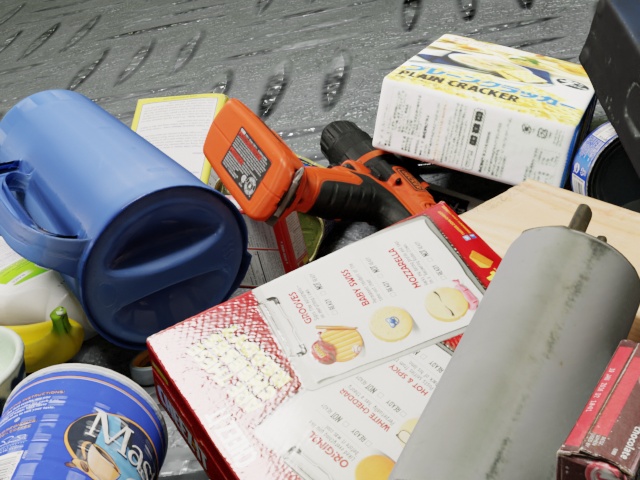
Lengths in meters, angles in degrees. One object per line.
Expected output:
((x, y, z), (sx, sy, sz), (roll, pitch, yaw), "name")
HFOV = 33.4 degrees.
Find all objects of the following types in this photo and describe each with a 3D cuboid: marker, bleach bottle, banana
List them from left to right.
((-0.251, 0.076, 0.834), (0.198, 0.069, 0.037), (-7, 40, 30), "banana")
((-0.265, 0.045, 0.910), (0.251, 0.068, 0.102), (11, 37, 37), "bleach bottle")
((0.119, -0.032, 0.917), (0.020, 0.020, 0.121), (-28, 29, -26), "marker")

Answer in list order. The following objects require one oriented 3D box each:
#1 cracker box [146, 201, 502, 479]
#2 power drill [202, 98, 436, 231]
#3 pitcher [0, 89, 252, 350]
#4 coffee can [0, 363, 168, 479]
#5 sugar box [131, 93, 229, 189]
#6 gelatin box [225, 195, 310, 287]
((0.033, 0.085, 0.618), (0.213, 0.072, 0.164), (-25, 52, -21), "cracker box")
((0.003, -0.056, 0.847), (0.187, 0.057, 0.185), (10, 28, -40), "power drill")
((-0.178, -0.031, 0.833), (0.145, 0.149, 0.243), (-37, 43, -13), "pitcher")
((-0.147, 0.150, 0.594), (0.103, 0.103, 0.140), (-10, 26, 8), "coffee can")
((-0.132, -0.045, 0.946), (0.093, 0.048, 0.176), (-1, 65, 22), "sugar box")
((-0.056, 0.001, 0.878), (0.089, 0.073, 0.030), (3, 30, 32), "gelatin box")
